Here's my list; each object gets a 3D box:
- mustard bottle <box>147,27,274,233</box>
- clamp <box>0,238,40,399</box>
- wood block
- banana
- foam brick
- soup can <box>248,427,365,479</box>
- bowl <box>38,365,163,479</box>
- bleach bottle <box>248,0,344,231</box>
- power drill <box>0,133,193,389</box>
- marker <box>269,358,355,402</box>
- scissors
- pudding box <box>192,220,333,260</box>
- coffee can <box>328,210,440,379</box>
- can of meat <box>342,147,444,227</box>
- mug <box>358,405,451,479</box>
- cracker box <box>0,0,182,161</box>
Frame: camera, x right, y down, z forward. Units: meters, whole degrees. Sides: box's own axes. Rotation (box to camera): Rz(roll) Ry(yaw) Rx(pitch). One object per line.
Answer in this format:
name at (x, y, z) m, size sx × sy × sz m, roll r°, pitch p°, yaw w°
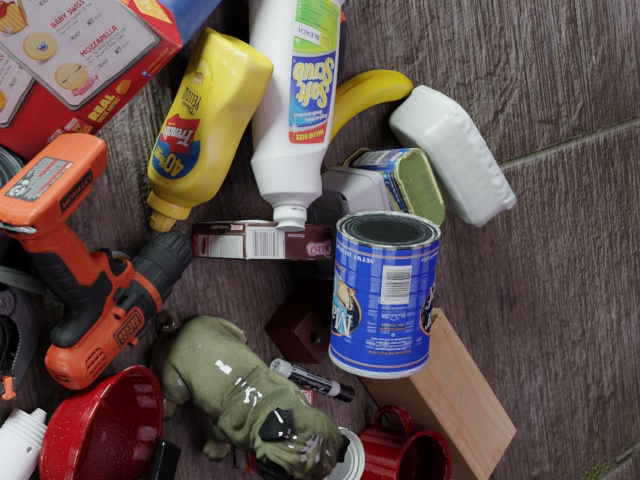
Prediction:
mustard bottle at (-0.113, -0.094, 0.989) m, size 0.058 × 0.096 × 0.192 m, roll 13°, pitch 108°, yaw -41°
clamp at (-0.269, 0.045, 0.901) m, size 0.120 × 0.039 × 0.171 m, roll -18°, pitch 103°, yaw -37°
wood block at (0.132, 0.179, 1.234) m, size 0.090 × 0.091 × 0.206 m, roll -51°, pitch 123°, yaw -29°
banana at (0.036, -0.146, 1.175) m, size 0.197 × 0.037 × 0.069 m, roll -41°, pitch 147°, yaw -30°
foam brick at (-0.010, 0.085, 1.128) m, size 0.078 × 0.051 × 0.053 m, roll -52°, pitch 123°, yaw -28°
soup can at (-0.014, 0.212, 1.052) m, size 0.068 × 0.102 × 0.068 m, roll -1°, pitch 92°, yaw -41°
bowl at (-0.197, 0.183, 0.933) m, size 0.162 × 0.055 × 0.162 m, roll 10°, pitch 90°, yaw -73°
bleach bottle at (-0.023, -0.133, 1.028) m, size 0.102 × 0.068 × 0.251 m, roll 13°, pitch 73°, yaw -50°
power drill at (-0.185, 0.006, 0.897) m, size 0.184 × 0.057 × 0.187 m, roll -54°, pitch 141°, yaw -37°
marker at (-0.006, 0.153, 1.156) m, size 0.121 × 0.020 × 0.020 m, roll 27°, pitch 74°, yaw -40°
scissors at (-0.220, 0.027, 0.927) m, size 0.201 × 0.016 × 0.096 m, roll 48°, pitch 51°, yaw -50°
pudding box at (-0.057, 0.001, 1.057) m, size 0.113 × 0.090 × 0.039 m, roll 4°, pitch 87°, yaw -42°
coffee can at (0.063, 0.053, 1.064) m, size 0.102 × 0.103 × 0.140 m, roll -16°, pitch 118°, yaw -41°
can of meat at (0.083, -0.053, 1.185) m, size 0.057 × 0.084 × 0.102 m, roll -40°, pitch 117°, yaw -34°
mug at (0.085, 0.242, 1.200) m, size 0.093 × 0.082 × 0.117 m, roll -19°, pitch 104°, yaw -40°
cracker box at (-0.243, -0.171, 0.839) m, size 0.164 × 0.072 × 0.213 m, roll -41°, pitch 130°, yaw 18°
